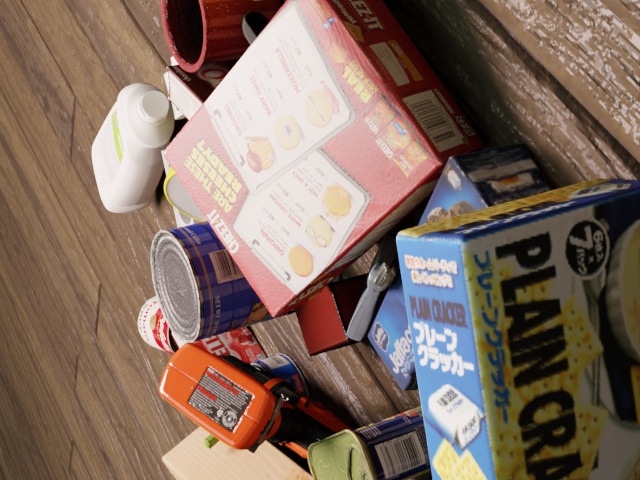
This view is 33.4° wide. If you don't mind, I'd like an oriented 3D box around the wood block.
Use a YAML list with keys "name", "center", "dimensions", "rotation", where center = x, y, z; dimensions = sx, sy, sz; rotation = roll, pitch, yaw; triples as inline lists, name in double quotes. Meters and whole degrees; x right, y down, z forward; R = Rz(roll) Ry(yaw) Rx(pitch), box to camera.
- name: "wood block"
  center: [-0.068, 0.264, 1.097]
  dimensions: [0.206, 0.090, 0.090]
  rotation: [22, 145, 56]

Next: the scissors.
- name: "scissors"
  center: [0.036, 0.043, 0.777]
  dimensions: [0.201, 0.016, 0.096]
  rotation: [-57, -12, -78]

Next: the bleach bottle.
- name: "bleach bottle"
  center: [-0.203, -0.106, 1.185]
  dimensions: [0.251, 0.068, 0.102]
  rotation: [150, 105, -69]

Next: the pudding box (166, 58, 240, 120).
- name: "pudding box"
  center: [-0.075, -0.127, 0.955]
  dimensions: [0.114, 0.089, 0.039]
  rotation: [43, 138, 46]

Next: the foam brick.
- name: "foam brick"
  center: [0.020, 0.063, 0.910]
  dimensions: [0.078, 0.052, 0.051]
  rotation: [-32, 75, 61]

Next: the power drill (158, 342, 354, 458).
- name: "power drill"
  center: [-0.063, 0.142, 0.953]
  dimensions: [0.185, 0.187, 0.057]
  rotation: [26, 87, 28]

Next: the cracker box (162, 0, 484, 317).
- name: "cracker box"
  center: [-0.004, -0.069, 0.797]
  dimensions: [0.164, 0.071, 0.214]
  rotation: [55, 131, 11]

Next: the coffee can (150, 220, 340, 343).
- name: "coffee can"
  center: [-0.067, 0.026, 0.958]
  dimensions: [0.103, 0.140, 0.103]
  rotation: [34, 131, 51]

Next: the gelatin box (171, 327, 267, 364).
- name: "gelatin box"
  center: [-0.108, 0.114, 1.141]
  dimensions: [0.089, 0.073, 0.030]
  rotation: [56, 146, 32]

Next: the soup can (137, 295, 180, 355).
- name: "soup can"
  center: [-0.165, 0.100, 1.242]
  dimensions: [0.102, 0.068, 0.068]
  rotation: [8, 109, 60]

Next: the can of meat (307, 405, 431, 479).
- name: "can of meat"
  center: [0.050, 0.177, 0.876]
  dimensions: [0.102, 0.083, 0.057]
  rotation: [-41, 67, 59]

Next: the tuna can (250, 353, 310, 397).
- name: "tuna can"
  center: [-0.044, 0.160, 1.089]
  dimensions: [0.086, 0.033, 0.086]
  rotation: [34, 131, 51]

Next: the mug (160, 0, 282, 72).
- name: "mug"
  center: [-0.088, -0.213, 0.948]
  dimensions: [0.093, 0.081, 0.117]
  rotation: [7, 108, 60]
